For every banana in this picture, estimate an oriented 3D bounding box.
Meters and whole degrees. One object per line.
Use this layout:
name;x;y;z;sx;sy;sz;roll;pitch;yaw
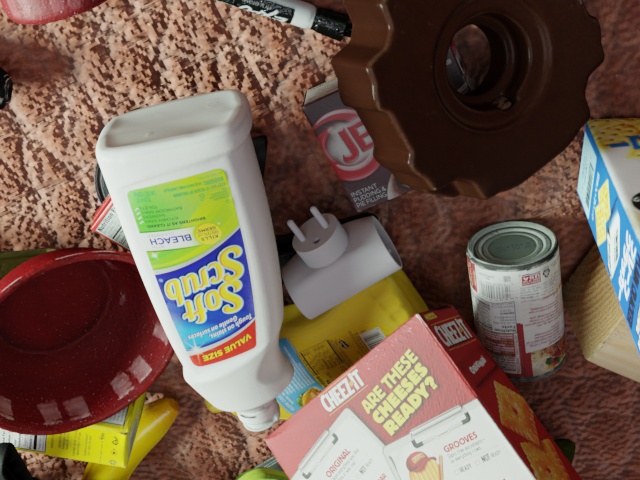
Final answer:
banana;-0.173;0.209;0.926;0.069;0.037;0.198;4;123;-20

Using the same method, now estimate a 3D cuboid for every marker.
marker;-0.035;-0.159;0.714;0.121;0.020;0.020;17;119;-8

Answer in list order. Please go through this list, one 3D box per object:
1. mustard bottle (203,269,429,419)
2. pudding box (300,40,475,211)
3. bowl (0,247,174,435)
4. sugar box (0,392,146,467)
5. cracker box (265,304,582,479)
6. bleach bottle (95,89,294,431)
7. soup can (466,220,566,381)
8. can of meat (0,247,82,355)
mustard bottle;-0.008;0.090;0.835;0.192;0.058;0.096;-27;121;16
pudding box;0.056;-0.083;0.744;0.114;0.039;0.090;-23;115;14
bowl;-0.183;0.061;0.764;0.161;0.055;0.162;-19;132;-23
sugar box;-0.230;0.121;0.842;0.176;0.093;0.048;9;121;-2
cracker box;0.087;0.179;0.751;0.164;0.072;0.214;-42;73;25
bleach bottle;-0.065;0.028;0.724;0.102;0.068;0.251;-11;122;8
soup can;0.147;0.045;0.798;0.068;0.068;0.102;-7;119;6
can of meat;-0.237;0.059;0.810;0.101;0.057;0.084;-7;129;-33
